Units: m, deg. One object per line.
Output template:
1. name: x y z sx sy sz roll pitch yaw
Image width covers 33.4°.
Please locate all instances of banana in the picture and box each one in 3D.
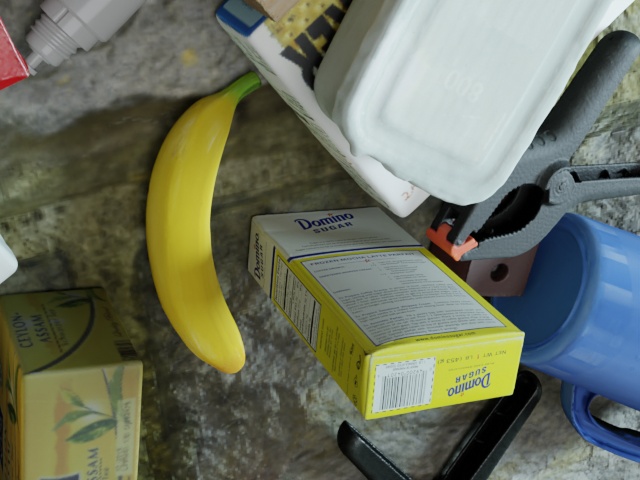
1. banana: -0.071 -0.002 0.640 0.069 0.037 0.198 -4 115 -22

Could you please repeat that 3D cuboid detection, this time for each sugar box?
1. sugar box: 0.030 0.035 0.621 0.093 0.176 0.048 -5 114 -23

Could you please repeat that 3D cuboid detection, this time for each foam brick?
1. foam brick: 0.113 -0.008 0.714 0.052 0.051 0.078 2 113 -26

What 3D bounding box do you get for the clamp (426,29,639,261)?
1. clamp: 0.146 -0.037 0.663 0.171 0.039 0.120 -39 123 -4

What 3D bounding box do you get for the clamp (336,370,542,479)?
1. clamp: 0.098 0.196 0.815 0.164 0.036 0.210 -17 122 -16
